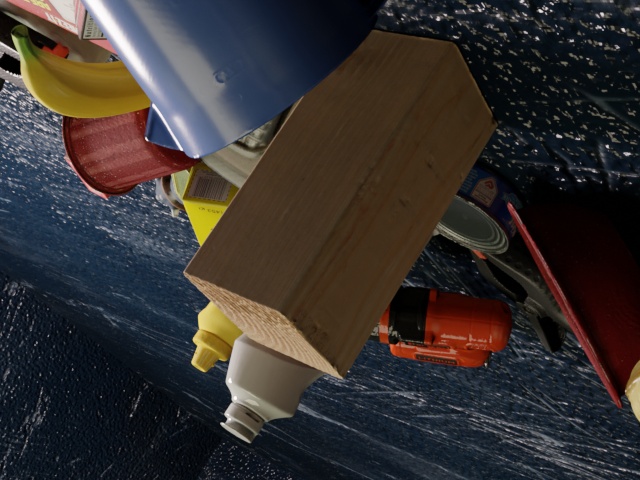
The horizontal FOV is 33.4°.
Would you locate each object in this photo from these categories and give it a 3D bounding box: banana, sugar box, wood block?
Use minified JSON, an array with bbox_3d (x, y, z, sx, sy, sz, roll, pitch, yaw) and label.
[{"bbox_3d":[-0.134,-0.121,0.757,0.037,0.197,0.070,52,131,21],"label":"banana"},{"bbox_3d":[-0.056,0.001,0.930,0.093,0.048,0.176,10,150,13],"label":"sugar box"},{"bbox_3d":[0.017,-0.028,0.696,0.091,0.206,0.090,18,158,40],"label":"wood block"}]

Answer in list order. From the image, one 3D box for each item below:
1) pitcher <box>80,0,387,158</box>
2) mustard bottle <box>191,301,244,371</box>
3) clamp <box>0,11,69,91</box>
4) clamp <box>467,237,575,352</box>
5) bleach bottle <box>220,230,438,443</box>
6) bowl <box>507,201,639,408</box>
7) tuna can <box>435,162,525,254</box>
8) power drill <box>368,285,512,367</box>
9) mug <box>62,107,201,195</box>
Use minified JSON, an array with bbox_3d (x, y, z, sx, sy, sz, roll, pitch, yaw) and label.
[{"bbox_3d":[-0.079,-0.179,0.563,0.242,0.149,0.145,53,156,-18],"label":"pitcher"},{"bbox_3d":[-0.074,0.050,1.098,0.058,0.191,0.096,32,163,2],"label":"mustard bottle"},{"bbox_3d":[-0.286,-0.165,0.933,0.210,0.036,0.164,20,159,33],"label":"clamp"},{"bbox_3d":[0.192,0.050,0.888,0.171,0.039,0.120,43,159,-29],"label":"clamp"},{"bbox_3d":[0.003,0.054,0.872,0.068,0.250,0.102,12,154,49],"label":"bleach bottle"},{"bbox_3d":[0.191,0.033,0.741,0.162,0.055,0.162,60,-172,-15],"label":"bowl"},{"bbox_3d":[0.114,-0.028,0.822,0.086,0.033,0.086,30,163,10],"label":"tuna can"},{"bbox_3d":[0.088,0.079,0.995,0.184,0.057,0.187,7,172,14],"label":"power drill"},{"bbox_3d":[-0.149,-0.094,0.836,0.082,0.093,0.117,-11,145,35],"label":"mug"}]
